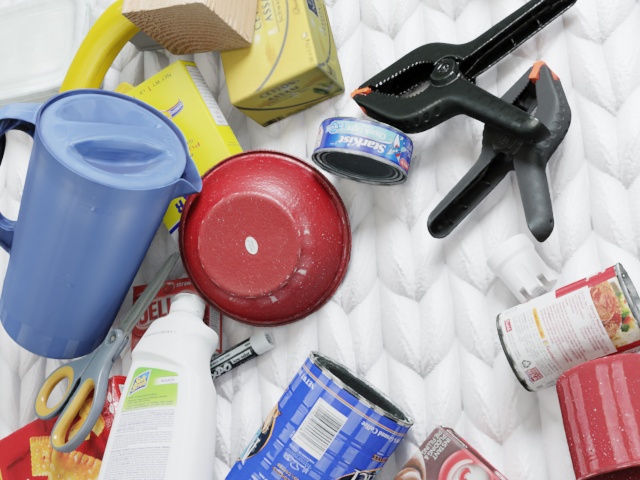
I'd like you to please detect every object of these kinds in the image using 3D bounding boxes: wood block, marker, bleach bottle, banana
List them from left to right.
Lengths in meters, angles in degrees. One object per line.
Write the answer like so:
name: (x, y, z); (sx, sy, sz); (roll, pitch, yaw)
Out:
banana: (-0.221, -0.174, 1.063); (0.198, 0.037, 0.070); (-51, 43, 18)
bleach bottle: (-0.126, 0.157, 0.898); (0.103, 0.068, 0.250); (-8, 53, 23)
wood block: (-0.108, -0.287, 0.987); (0.090, 0.090, 0.206); (-1, 73, 28)
marker: (-0.096, 0.117, 0.980); (0.121, 0.020, 0.020); (-30, 63, 17)

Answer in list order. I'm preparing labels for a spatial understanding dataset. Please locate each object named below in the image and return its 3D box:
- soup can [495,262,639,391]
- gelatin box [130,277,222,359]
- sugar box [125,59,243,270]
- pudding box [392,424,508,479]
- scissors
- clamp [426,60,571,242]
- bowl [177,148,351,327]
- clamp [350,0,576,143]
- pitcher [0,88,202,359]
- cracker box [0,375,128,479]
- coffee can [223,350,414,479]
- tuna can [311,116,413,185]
soup can: (0.194, 0.067, 0.814); (0.102, 0.068, 0.068); (-25, 65, 20)
gelatin box: (-0.136, 0.075, 1.007); (0.089, 0.030, 0.073); (-9, 71, 25)
sugar box: (-0.120, -0.069, 0.998); (0.093, 0.048, 0.176); (-30, 84, 17)
pudding box: (0.096, 0.217, 0.837); (0.090, 0.039, 0.113); (40, 95, 30)
scissors: (-0.201, 0.095, 0.972); (0.096, 0.016, 0.201); (9, 69, 43)
clamp: (0.152, -0.069, 0.882); (0.120, 0.039, 0.171); (-4, 55, 38)
bowl: (-0.056, 0.001, 0.936); (0.162, 0.055, 0.162); (1, 97, 11)
clamp: (0.117, -0.130, 0.908); (0.210, 0.036, 0.164); (-14, 47, 33)
pitcher: (-0.225, -0.010, 0.966); (0.149, 0.144, 0.243); (47, 130, 25)
cracker box: (-0.232, 0.244, 0.983); (0.214, 0.072, 0.164); (-30, 63, 18)
coffee can: (-0.005, 0.176, 0.866); (0.103, 0.102, 0.140); (36, 93, 31)
tuna can: (0.037, -0.077, 0.929); (0.086, 0.086, 0.034); (7, 77, 29)
